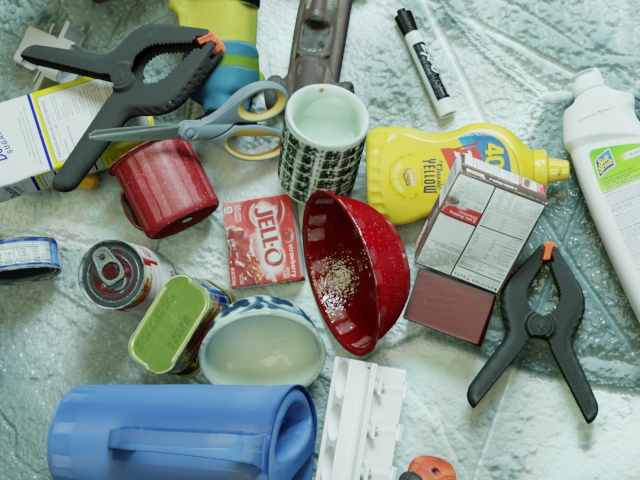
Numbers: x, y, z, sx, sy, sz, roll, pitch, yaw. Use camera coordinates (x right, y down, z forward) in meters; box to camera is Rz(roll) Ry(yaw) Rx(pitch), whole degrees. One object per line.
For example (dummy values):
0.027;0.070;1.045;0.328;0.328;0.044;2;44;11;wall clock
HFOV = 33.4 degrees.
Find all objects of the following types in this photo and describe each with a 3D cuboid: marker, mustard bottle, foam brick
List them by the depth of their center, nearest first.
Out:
0.125;0.064;1.020;0.078;0.053;0.051;20;87;12;foam brick
0.141;-0.065;1.028;0.192;0.058;0.096;-1;96;10;mustard bottle
0.104;-0.179;1.071;0.020;0.020;0.121;-24;79;7;marker

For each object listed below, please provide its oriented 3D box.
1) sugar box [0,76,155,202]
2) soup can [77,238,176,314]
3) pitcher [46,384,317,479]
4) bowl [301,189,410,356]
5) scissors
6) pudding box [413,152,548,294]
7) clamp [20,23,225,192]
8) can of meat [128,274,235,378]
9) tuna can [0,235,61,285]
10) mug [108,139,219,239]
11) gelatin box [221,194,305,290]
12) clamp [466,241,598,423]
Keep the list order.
-0.260;-0.111;1.095;0.176;0.048;0.093;-19;71;-5;sugar box
-0.189;0.038;1.059;0.068;0.102;0.068;-1;83;11;soup can
-0.134;0.193;1.001;0.243;0.144;0.149;0;122;19;pitcher
0.040;0.025;1.008;0.055;0.162;0.162;-15;79;-21;bowl
-0.113;-0.120;1.021;0.096;0.201;0.016;-63;37;26;scissors
0.148;-0.014;0.997;0.090;0.039;0.114;20;123;-4;pudding box
-0.190;-0.144;1.041;0.210;0.036;0.164;-16;73;13;clamp
-0.137;0.084;1.053;0.057;0.084;0.102;31;90;13;can of meat
-0.311;0.021;1.094;0.086;0.086;0.034;-11;80;9;tuna can
-0.162;-0.048;1.079;0.117;0.093;0.081;-32;83;38;mug
-0.057;0.001;1.075;0.073;0.030;0.089;-8;82;10;gelatin box
0.197;0.087;1.010;0.120;0.039;0.171;-1;77;2;clamp
